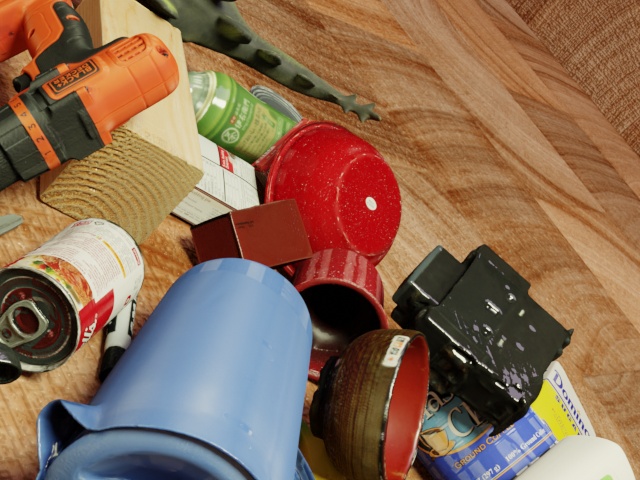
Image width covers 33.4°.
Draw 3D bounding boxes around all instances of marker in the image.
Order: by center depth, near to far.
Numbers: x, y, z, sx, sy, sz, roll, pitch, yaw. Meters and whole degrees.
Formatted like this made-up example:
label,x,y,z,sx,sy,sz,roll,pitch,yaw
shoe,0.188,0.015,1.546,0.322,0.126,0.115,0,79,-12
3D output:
label,x,y,z,sx,sy,sz,roll,pitch,yaw
marker,-0.136,0.056,0.730,0.020,0.020,0.121,34,27,-24

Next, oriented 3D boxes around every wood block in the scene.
label,x,y,z,sx,sy,sz,roll,pitch,yaw
wood block,-0.163,-0.106,0.856,0.090,0.091,0.206,30,28,-33

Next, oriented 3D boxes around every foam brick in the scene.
label,x,y,z,sx,sy,sz,roll,pitch,yaw
foam brick,-0.056,0.001,0.865,0.078,0.051,0.053,-13,85,-46

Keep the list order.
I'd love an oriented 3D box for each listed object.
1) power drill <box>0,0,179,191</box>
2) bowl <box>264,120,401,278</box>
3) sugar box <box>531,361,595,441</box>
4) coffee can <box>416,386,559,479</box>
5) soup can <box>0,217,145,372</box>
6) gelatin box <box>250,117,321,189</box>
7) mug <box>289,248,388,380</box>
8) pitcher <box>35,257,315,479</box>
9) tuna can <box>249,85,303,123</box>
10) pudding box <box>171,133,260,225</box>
label,x,y,z,sx,sy,sz,roll,pitch,yaw
power drill,-0.212,-0.114,0.753,0.188,0.184,0.057,47,-17,40
bowl,0.025,-0.031,0.971,0.161,0.055,0.162,2,87,-47
sugar box,0.218,0.187,1.033,0.093,0.048,0.176,63,28,-2
coffee can,0.115,0.143,0.890,0.140,0.103,0.102,52,25,14
soup can,-0.161,0.031,0.672,0.068,0.069,0.102,44,23,-3
gelatin box,-0.014,-0.059,1.010,0.030,0.073,0.089,18,-32,56
mug,-0.001,0.056,0.881,0.117,0.093,0.081,6,22,3
pitcher,-0.064,0.112,0.637,0.145,0.149,0.242,4,23,6
tuna can,-0.051,-0.122,1.128,0.086,0.034,0.086,35,26,-21
pudding box,-0.105,-0.052,0.927,0.113,0.039,0.090,29,30,-29
